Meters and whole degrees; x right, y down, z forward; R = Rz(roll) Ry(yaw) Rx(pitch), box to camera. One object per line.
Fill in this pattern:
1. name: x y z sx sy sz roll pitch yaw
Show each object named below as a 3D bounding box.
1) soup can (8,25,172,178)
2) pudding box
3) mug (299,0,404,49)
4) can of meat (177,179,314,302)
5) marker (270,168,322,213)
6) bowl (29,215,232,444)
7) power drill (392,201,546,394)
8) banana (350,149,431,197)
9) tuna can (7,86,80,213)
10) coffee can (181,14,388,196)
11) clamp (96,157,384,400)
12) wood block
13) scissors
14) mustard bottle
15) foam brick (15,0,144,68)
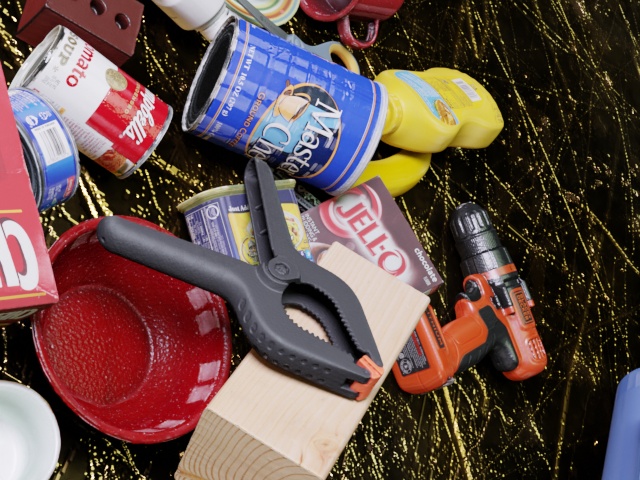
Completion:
1. soup can: -0.170 -0.102 0.788 0.102 0.069 0.068 37 50 -25
2. pudding box: 0.037 0.013 0.914 0.090 0.039 0.113 -28 80 -13
3. mug: 0.034 -0.245 1.040 0.081 0.093 0.117 -5 87 -50
4. can of meat: -0.056 0.001 0.859 0.101 0.058 0.084 -10 80 -46
5. marker: -0.013 -0.034 0.943 0.121 0.020 0.020 39 49 -25
6. bowl: -0.141 0.066 0.747 0.161 0.055 0.162 20 59 -37
7. power drill: 0.130 0.058 1.011 0.187 0.057 0.184 -12 77 -45
8. banana: 0.046 -0.069 1.003 0.197 0.037 0.069 1 71 -44
9. tuna can: -0.204 -0.058 0.722 0.033 0.086 0.086 -33 96 -45
10. coffee can: -0.029 -0.110 0.879 0.140 0.103 0.102 22 56 -19
11. clamp: -0.032 0.024 0.753 0.210 0.036 0.164 39 42 12
12. wood block: -0.008 0.105 0.779 0.091 0.090 0.205 31 41 6
13. scissors: -0.017 -0.187 0.991 0.201 0.016 0.096 49 38 -30
14. mustard bottle: 0.098 -0.127 1.045 0.191 0.058 0.096 -12 57 -52
15. foam brick: -0.183 -0.168 0.817 0.078 0.051 0.053 27 55 -33
